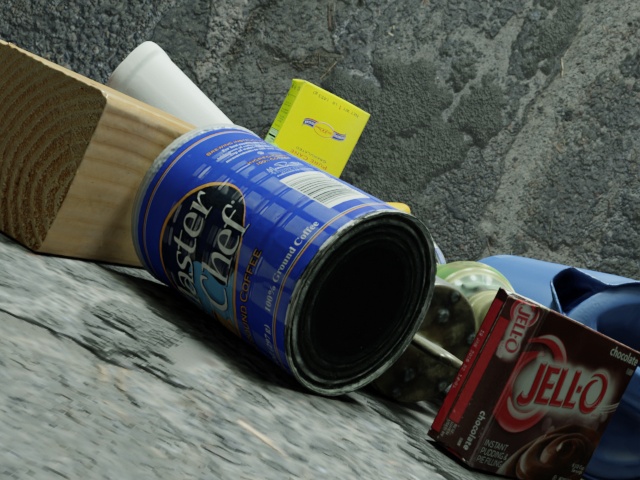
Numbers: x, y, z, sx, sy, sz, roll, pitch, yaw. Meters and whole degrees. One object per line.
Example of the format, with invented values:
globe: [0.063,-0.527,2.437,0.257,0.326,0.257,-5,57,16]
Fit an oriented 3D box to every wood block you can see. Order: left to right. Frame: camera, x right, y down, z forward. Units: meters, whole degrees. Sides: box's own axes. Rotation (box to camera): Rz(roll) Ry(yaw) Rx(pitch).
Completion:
wood block: [-0.126,-0.043,0.645,0.091,0.090,0.205,27,4,20]

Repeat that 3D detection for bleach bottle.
bleach bottle: [-0.093,-0.083,1.048,0.251,0.068,0.102,42,-3,8]

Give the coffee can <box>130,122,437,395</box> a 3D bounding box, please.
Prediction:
coffee can: [-0.022,0.006,0.579,0.140,0.103,0.102,30,6,41]

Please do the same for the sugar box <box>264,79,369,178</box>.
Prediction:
sugar box: [-0.025,-0.087,1.223,0.093,0.176,0.048,24,3,-22]

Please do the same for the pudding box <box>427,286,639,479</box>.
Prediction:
pudding box: [0.119,0.083,0.583,0.113,0.090,0.039,23,5,-46]
